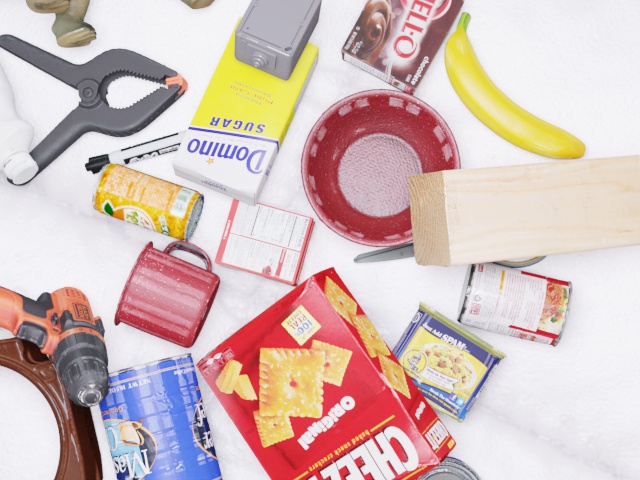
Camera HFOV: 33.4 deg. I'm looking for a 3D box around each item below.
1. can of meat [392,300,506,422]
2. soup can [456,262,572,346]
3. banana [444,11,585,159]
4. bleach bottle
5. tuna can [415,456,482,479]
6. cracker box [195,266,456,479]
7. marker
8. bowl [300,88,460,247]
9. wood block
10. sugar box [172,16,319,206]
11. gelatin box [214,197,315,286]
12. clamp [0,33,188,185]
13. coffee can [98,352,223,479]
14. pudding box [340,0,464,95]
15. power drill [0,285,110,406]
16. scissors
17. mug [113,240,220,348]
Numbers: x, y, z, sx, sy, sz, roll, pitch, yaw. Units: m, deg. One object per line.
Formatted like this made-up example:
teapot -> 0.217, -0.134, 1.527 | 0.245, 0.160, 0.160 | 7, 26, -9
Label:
can of meat -> 0.122, 0.123, 1.074 | 0.102, 0.057, 0.084 | 32, 89, 6
soup can -> 0.194, 0.062, 1.070 | 0.102, 0.068, 0.068 | 13, 85, 5
banana -> 0.189, -0.147, 1.106 | 0.069, 0.037, 0.198 | -39, 84, 0
bleach bottle -> -0.366, -0.166, 1.105 | 0.102, 0.068, 0.251 | -39, 76, 2
tuna can -> 0.124, 0.260, 1.072 | 0.086, 0.034, 0.086 | 0, 85, 3
cracker box -> 0.002, 0.159, 1.043 | 0.164, 0.072, 0.214 | -37, 83, 22
marker -> -0.191, -0.094, 1.129 | 0.121, 0.020, 0.020 | -16, 84, 1
bowl -> 0.061, -0.071, 1.096 | 0.162, 0.055, 0.162 | 0, 85, 3
wood block -> 0.199, -0.029, 1.034 | 0.205, 0.091, 0.090 | -5, 91, -17
sugar box -> -0.076, -0.134, 1.100 | 0.093, 0.048, 0.176 | 21, 74, 4
gelatin box -> -0.057, 0.001, 1.108 | 0.089, 0.030, 0.073 | 15, 84, 5
clamp -> -0.248, -0.161, 1.130 | 0.210, 0.036, 0.164 | -15, 84, 4
coffee can -> -0.160, 0.192, 1.058 | 0.103, 0.103, 0.140 | -15, 84, 1
pudding box -> 0.086, -0.221, 1.117 | 0.090, 0.039, 0.113 | 28, 87, 5
power drill -> -0.292, 0.083, 1.003 | 0.187, 0.185, 0.057 | 21, 104, -28
scissors -> 0.138, -0.016, 1.107 | 0.202, 0.016, 0.096 | 5, 83, 3
mug -> -0.149, 0.050, 1.086 | 0.081, 0.093, 0.117 | 22, 50, 0
